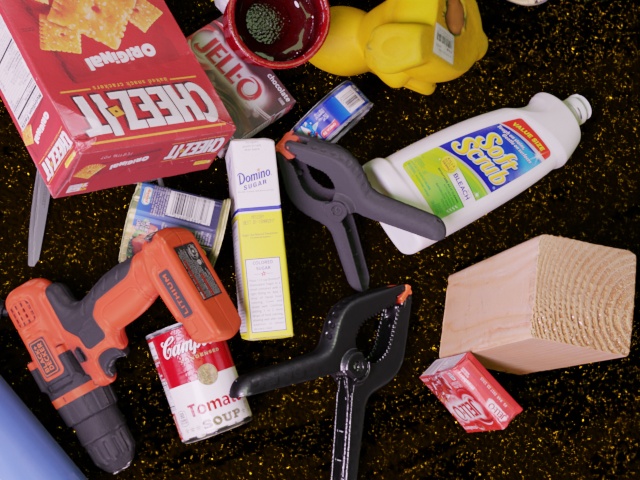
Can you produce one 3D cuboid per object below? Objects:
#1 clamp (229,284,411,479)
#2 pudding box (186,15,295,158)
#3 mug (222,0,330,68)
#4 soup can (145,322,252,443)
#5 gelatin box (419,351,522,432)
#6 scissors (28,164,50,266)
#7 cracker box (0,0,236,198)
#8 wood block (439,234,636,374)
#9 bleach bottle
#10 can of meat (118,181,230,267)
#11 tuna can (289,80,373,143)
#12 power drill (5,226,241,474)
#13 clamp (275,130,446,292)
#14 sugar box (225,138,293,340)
[{"bbox_3d":[0.016,0.114,0.980,0.164,0.036,0.209,44,63,-27],"label":"clamp"},{"bbox_3d":[-0.094,-0.149,1.025,0.090,0.039,0.113,-37,90,-18],"label":"pudding box"},{"bbox_3d":[-0.035,-0.208,0.979,0.117,0.081,0.093,-32,102,-8],"label":"mug"},{"bbox_3d":[-0.108,0.122,0.953,0.068,0.069,0.102,-18,85,-17],"label":"soup can"},{"bbox_3d":[0.139,0.143,0.998,0.030,0.089,0.073,-42,91,-18],"label":"gelatin box"},{"bbox_3d":[-0.236,-0.082,0.985,0.096,0.016,0.202,-11,102,-44],"label":"scissors"},{"bbox_3d":[-0.194,-0.154,0.921,0.163,0.072,0.214,-16,68,-42],"label":"cracker box"},{"bbox_3d":[0.190,0.063,0.965,0.090,0.206,0.090,11,77,-12],"label":"wood block"},{"bbox_3d":[0.165,-0.087,1.066,0.250,0.068,0.102,-31,88,-20],"label":"bleach bottle"},{"bbox_3d":[-0.132,-0.005,0.955,0.084,0.102,0.057,14,60,-8],"label":"can of meat"},{"bbox_3d":[0.008,-0.113,1.019,0.086,0.086,0.034,-42,90,-18],"label":"tuna can"},{"bbox_3d":[-0.162,0.088,0.904,0.188,0.057,0.184,-30,90,21],"label":"power drill"},{"bbox_3d":[0.032,-0.036,0.982,0.171,0.120,0.039,51,31,-18],"label":"clamp"},{"bbox_3d":[-0.056,0.001,0.967,0.048,0.093,0.176,-3,86,-8],"label":"sugar box"}]
